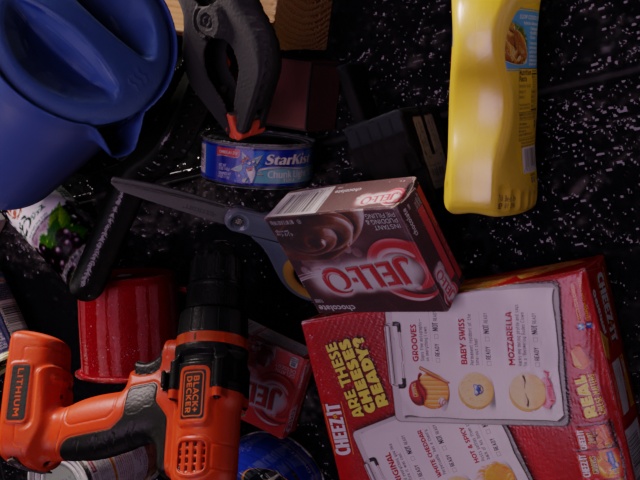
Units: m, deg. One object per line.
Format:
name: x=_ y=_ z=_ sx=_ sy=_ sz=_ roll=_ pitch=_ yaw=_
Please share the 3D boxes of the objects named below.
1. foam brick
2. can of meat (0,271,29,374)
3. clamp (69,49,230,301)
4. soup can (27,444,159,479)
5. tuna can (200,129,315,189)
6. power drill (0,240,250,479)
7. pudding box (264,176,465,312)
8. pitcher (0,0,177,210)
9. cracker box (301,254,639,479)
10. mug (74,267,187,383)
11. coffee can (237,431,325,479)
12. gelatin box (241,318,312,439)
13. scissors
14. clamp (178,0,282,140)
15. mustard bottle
foam brick: x=-0.031 y=-0.113 z=0.802 sx=0.078 sy=0.052 sz=0.051 roll=12 pitch=103 yaw=25
can of meat: x=-0.316 y=0.084 z=0.974 sx=0.102 sy=0.057 sz=0.084 roll=-29 pitch=82 yaw=26
clamp: x=-0.143 y=-0.075 z=0.829 sx=0.210 sy=0.036 sz=0.165 roll=-51 pitch=37 yaw=23
soup can: x=-0.188 y=0.190 z=0.900 sx=0.069 sy=0.102 sz=0.068 roll=5 pitch=100 yaw=26
tuna can: x=-0.047 y=-0.062 z=0.800 sx=0.086 sy=0.086 sz=0.034 roll=10 pitch=104 yaw=25
power drill: x=-0.139 y=0.095 z=0.777 sx=0.188 sy=0.057 sz=0.184 roll=-8 pitch=66 yaw=23
pudding box: x=0.030 y=0.006 z=0.724 sx=0.114 sy=0.039 sz=0.090 roll=-2 pitch=127 yaw=40
pitcher: x=-0.213 y=-0.116 z=0.786 sx=0.243 sy=0.144 sz=0.149 roll=-29 pitch=41 yaw=57
cracker box: x=0.110 y=0.111 z=0.757 sx=0.214 sy=0.072 sz=0.164 roll=-13 pitch=92 yaw=28
mug: x=-0.144 y=0.066 z=0.872 sx=0.117 sy=0.093 sz=0.081 roll=-3 pitch=96 yaw=-6
coffee can: x=-0.069 y=0.217 z=0.824 sx=0.103 sy=0.140 sz=0.103 roll=4 pitch=100 yaw=26
gelatin box: x=-0.053 y=0.108 z=0.860 sx=0.089 sy=0.030 sz=0.073 roll=23 pitch=108 yaw=22
scissors: x=-0.055 y=0.001 z=0.799 sx=0.201 sy=0.016 sz=0.096 roll=3 pitch=119 yaw=-6
clamp: x=-0.074 y=-0.156 z=0.724 sx=0.120 sy=0.039 sz=0.171 roll=12 pitch=111 yaw=43
mustard bottle: x=0.115 y=-0.115 z=0.704 sx=0.058 sy=0.096 sz=0.192 roll=5 pitch=100 yaw=26
